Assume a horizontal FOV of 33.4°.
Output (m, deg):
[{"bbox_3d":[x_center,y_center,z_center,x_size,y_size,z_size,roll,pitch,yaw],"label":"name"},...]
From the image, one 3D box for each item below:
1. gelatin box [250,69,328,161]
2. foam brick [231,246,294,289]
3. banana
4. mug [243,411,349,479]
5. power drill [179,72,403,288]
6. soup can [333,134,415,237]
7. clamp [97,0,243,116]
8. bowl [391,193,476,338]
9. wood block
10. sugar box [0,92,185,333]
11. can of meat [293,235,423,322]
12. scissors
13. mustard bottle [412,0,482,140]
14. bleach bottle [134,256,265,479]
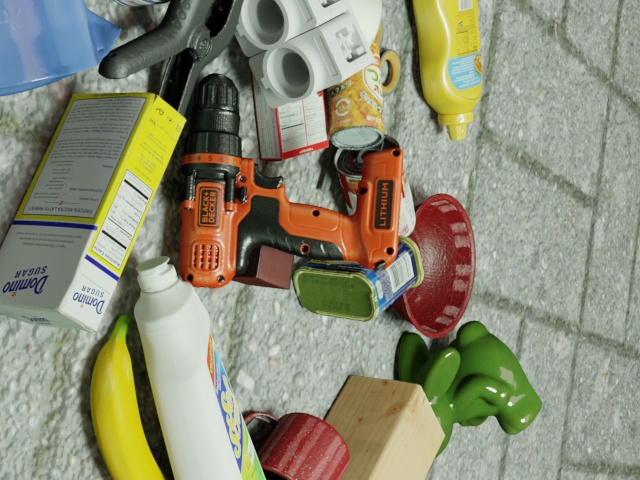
[{"bbox_3d":[-0.029,-0.125,1.012,0.073,0.030,0.089,-22,110,-50],"label":"gelatin box"},{"bbox_3d":[-0.056,0.001,0.966,0.051,0.053,0.078,19,76,-53],"label":"foam brick"},{"bbox_3d":[-0.149,0.163,0.865,0.069,0.037,0.198,-32,118,-48],"label":"banana"},{"bbox_3d":[-0.033,0.208,0.997,0.117,0.093,0.081,42,46,-4],"label":"mug"},{"bbox_3d":[-0.026,-0.047,0.909,0.057,0.187,0.184,109,-16,-86],"label":"power drill"},{"bbox_3d":[0.057,-0.049,1.090,0.068,0.069,0.102,-55,144,-35],"label":"soup can"},{"bbox_3d":[-0.109,-0.152,0.865,0.171,0.039,0.120,-52,158,-27],"label":"clamp"},{"bbox_3d":[0.113,0.027,1.196,0.161,0.055,0.162,-7,98,-53],"label":"bowl"},{"bbox_3d":[0.036,0.247,1.081,0.205,0.090,0.090,-57,135,-34],"label":"wood block"},{"bbox_3d":[-0.171,-0.023,0.773,0.048,0.093,0.176,40,62,-48],"label":"sugar box"},{"bbox_3d":[0.036,0.035,1.055,0.083,0.102,0.057,-35,121,-44],"label":"can of meat"},{"bbox_3d":[0.046,-0.135,1.124,0.096,0.016,0.202,23,75,-53],"label":"scissors"},{"bbox_3d":[0.149,-0.210,1.223,0.096,0.058,0.191,-26,113,-51],"label":"mustard bottle"},{"bbox_3d":[-0.103,0.136,0.881,0.102,0.068,0.251,-80,156,-71],"label":"bleach bottle"}]
